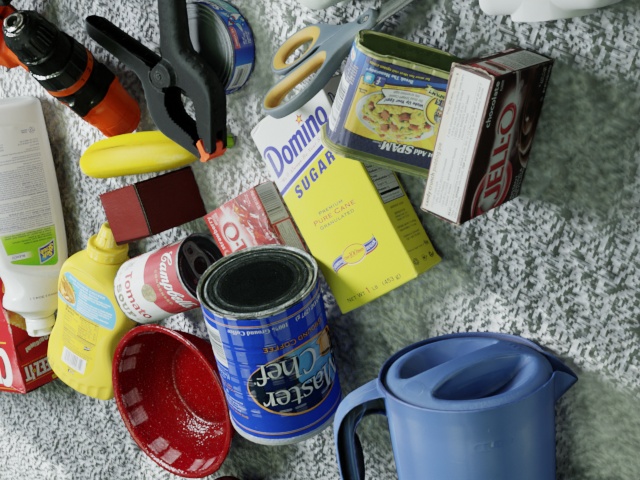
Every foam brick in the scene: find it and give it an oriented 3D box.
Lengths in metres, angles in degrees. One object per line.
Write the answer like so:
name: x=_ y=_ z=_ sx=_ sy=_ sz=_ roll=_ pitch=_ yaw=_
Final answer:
foam brick: x=-0.155 y=-0.033 z=0.996 sx=0.053 sy=0.078 sz=0.051 roll=-14 pitch=97 yaw=38

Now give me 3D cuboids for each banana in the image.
banana: x=-0.173 y=-0.077 z=0.997 sx=0.198 sy=0.069 sz=0.037 roll=-3 pitch=82 yaw=39

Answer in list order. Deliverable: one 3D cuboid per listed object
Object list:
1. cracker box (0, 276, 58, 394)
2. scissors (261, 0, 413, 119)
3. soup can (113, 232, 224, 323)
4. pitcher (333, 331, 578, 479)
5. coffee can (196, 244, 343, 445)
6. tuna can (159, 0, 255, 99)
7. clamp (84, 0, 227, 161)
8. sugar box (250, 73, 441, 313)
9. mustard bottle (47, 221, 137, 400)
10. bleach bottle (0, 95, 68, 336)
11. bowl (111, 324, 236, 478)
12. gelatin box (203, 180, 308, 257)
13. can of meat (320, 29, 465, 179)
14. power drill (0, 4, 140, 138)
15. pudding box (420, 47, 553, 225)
cracker box: x=-0.389 y=0.061 z=1.215 sx=0.164 sy=0.071 sz=0.214 roll=-1 pitch=106 yaw=38
scissors: x=0.028 y=-0.173 z=0.834 sx=0.202 sy=0.016 sz=0.096 roll=-41 pitch=35 yaw=15
soup can: x=-0.141 y=0.037 z=1.017 sx=0.102 sy=0.068 sz=0.068 roll=-19 pitch=94 yaw=41
pitcher: x=0.113 y=0.204 z=0.837 sx=0.149 sy=0.144 sz=0.243 roll=8 pitch=114 yaw=40
coffee can: x=-0.041 y=0.089 z=0.913 sx=0.103 sy=0.102 sz=0.140 roll=14 pitch=130 yaw=34
tuna can: x=-0.098 y=-0.167 z=0.931 sx=0.086 sy=0.033 sz=0.086 roll=14 pitch=114 yaw=34
clamp: x=-0.124 y=-0.152 z=0.907 sx=0.171 sy=0.039 sz=0.120 roll=54 pitch=135 yaw=1
sugar box: x=0.018 y=-0.038 z=0.880 sx=0.094 sy=0.048 sz=0.176 roll=-31 pitch=87 yaw=41
mustard bottle: x=-0.229 y=0.066 z=1.101 sx=0.096 sy=0.058 sz=0.192 roll=30 pitch=123 yaw=24
bleach bottle: x=-0.320 y=-0.019 z=1.114 sx=0.068 sy=0.102 sz=0.251 roll=-153 pitch=54 yaw=-62
bowl: x=-0.133 y=0.151 z=1.059 sx=0.162 sy=0.055 sz=0.162 roll=14 pitch=114 yaw=34
gelatin box: x=-0.056 y=0.001 z=0.962 sx=0.073 sy=0.030 sz=0.089 roll=-28 pitch=88 yaw=41
can of meat: x=0.060 y=-0.101 z=0.795 sx=0.102 sy=0.057 sz=0.084 roll=14 pitch=118 yaw=-9
power drill: x=-0.269 y=-0.178 z=0.985 sx=0.188 sy=0.184 sz=0.057 roll=35 pitch=83 yaw=30
pudding box: x=0.119 y=-0.075 z=0.759 sx=0.039 sy=0.089 sz=0.113 roll=24 pitch=119 yaw=30
